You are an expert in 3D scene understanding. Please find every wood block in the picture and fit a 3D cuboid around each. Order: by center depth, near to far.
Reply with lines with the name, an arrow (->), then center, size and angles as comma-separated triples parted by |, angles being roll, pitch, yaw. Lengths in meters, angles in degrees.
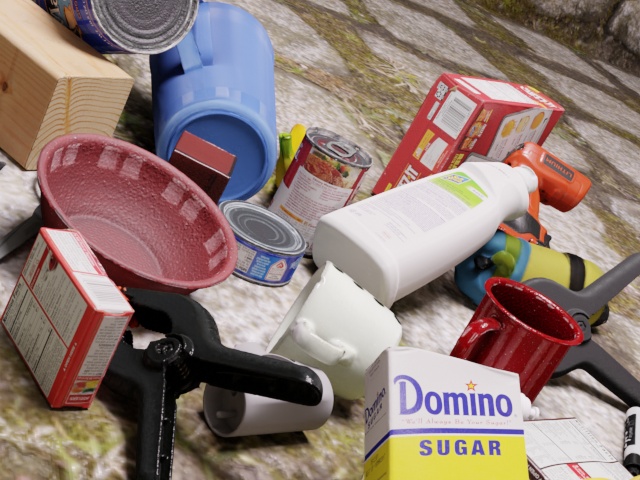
wood block -> -0.274, -0.155, 0.930 | 0.206, 0.091, 0.090 | 38, 25, 24

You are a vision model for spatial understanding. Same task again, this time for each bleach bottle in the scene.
bleach bottle -> 0.117, -0.017, 0.995 | 0.250, 0.068, 0.103 | -22, 49, -34

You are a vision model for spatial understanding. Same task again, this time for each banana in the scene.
banana -> -0.023, -0.080, 1.089 | 0.037, 0.070, 0.198 | 8, 9, 0

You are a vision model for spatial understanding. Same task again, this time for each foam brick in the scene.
foam brick -> -0.110, -0.040, 0.885 | 0.053, 0.078, 0.051 | 27, 21, -9

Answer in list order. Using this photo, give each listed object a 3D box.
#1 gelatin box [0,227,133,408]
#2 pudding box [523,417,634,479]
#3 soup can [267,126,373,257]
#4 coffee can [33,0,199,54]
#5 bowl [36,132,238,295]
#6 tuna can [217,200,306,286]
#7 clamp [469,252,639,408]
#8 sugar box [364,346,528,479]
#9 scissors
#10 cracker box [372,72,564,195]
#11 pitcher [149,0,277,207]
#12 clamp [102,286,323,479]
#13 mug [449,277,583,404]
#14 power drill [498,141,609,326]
gelatin box -> -0.155, 0.045, 0.646 | 0.030, 0.073, 0.089 | 7, 29, -43
pudding box -> 0.181, 0.176, 0.798 | 0.113, 0.039, 0.090 | 8, 28, -44
soup can -> -0.004, -0.044, 0.982 | 0.068, 0.102, 0.068 | 23, 22, -10
coffee can -> -0.187, -0.219, 0.964 | 0.102, 0.103, 0.141 | 12, 1, -35
bowl -> -0.142, -0.006, 0.780 | 0.162, 0.055, 0.162 | 29, 28, -17
tuna can -> -0.056, 0.001, 0.914 | 0.086, 0.034, 0.086 | 24, 22, -10
clamp -> 0.239, 0.093, 0.995 | 0.209, 0.036, 0.164 | -1, 74, -23
sugar box -> 0.074, 0.150, 0.616 | 0.093, 0.048, 0.176 | 14, 52, -16
scissors -> -0.190, -0.013, 0.815 | 0.096, 0.016, 0.201 | 24, 24, -14
cracker box -> 0.175, -0.107, 1.251 | 0.072, 0.164, 0.213 | 42, 26, 27
pitcher -> -0.107, -0.142, 1.036 | 0.149, 0.145, 0.243 | 23, 25, -19
clamp -> -0.079, 0.076, 0.654 | 0.120, 0.039, 0.172 | -20, 42, -17
mug -> 0.153, 0.090, 0.895 | 0.117, 0.082, 0.093 | 3, 33, -47
power drill -> 0.250, -0.010, 1.181 | 0.184, 0.057, 0.187 | 33, 45, -11
